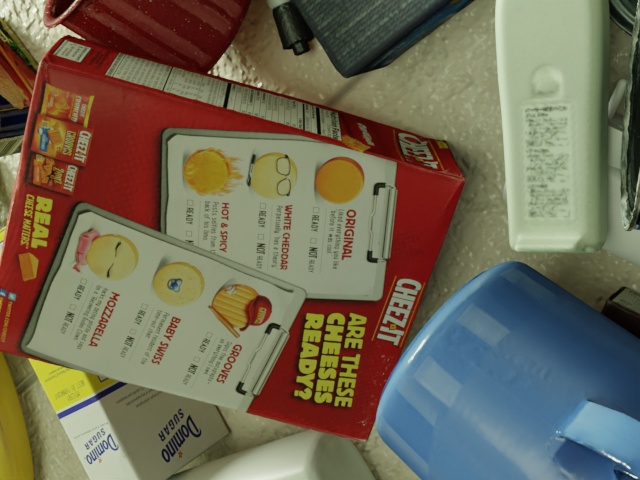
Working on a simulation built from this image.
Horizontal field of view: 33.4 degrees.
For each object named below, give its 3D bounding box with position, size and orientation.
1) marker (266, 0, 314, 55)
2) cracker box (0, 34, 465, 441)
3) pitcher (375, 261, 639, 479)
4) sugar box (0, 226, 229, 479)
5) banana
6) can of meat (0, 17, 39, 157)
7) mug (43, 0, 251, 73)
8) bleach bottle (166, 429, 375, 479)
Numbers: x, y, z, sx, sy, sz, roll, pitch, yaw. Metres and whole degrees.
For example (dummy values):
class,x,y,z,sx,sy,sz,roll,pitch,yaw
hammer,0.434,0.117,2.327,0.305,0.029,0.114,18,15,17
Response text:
class,x,y,z,sx,sy,sz,roll,pitch,yaw
marker,-0.032,-0.160,0.592,0.020,0.020,0.121,-20,93,31
cracker box,-0.054,0.001,0.566,0.213,0.072,0.164,15,114,-8
pitcher,0.142,0.115,0.452,0.243,0.144,0.149,39,127,22
sugar box,-0.134,0.066,0.663,0.048,0.093,0.176,-25,90,32
banana,-0.240,0.122,0.772,0.070,0.037,0.198,-17,92,57
can of meat,-0.224,-0.097,0.675,0.058,0.083,0.102,-41,82,30
mug,-0.088,-0.145,0.583,0.081,0.117,0.093,30,151,-29
bleach bottle,-0.080,0.196,0.667,0.251,0.068,0.102,-24,101,26
